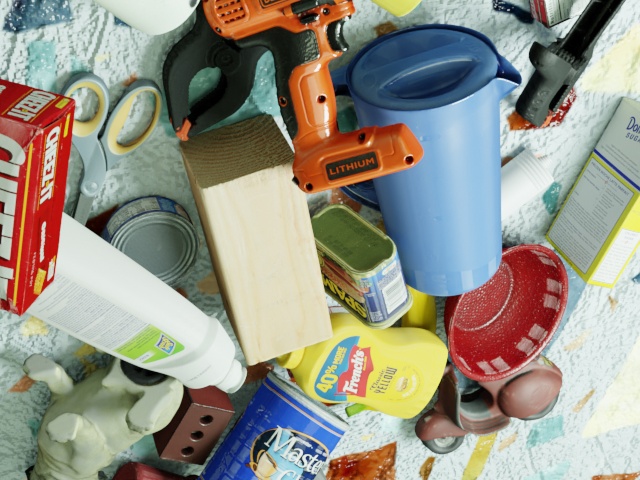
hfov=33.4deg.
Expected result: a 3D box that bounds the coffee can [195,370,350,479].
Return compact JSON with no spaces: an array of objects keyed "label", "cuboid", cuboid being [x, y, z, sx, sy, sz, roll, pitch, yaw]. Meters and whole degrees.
[{"label":"coffee can","cuboid":[-0.050,0.221,1.108,0.102,0.103,0.140,37,85,-37]}]

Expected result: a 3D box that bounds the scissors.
[{"label":"scissors","cuboid":[-0.212,-0.063,0.923,0.096,0.016,0.202,28,109,-33]}]

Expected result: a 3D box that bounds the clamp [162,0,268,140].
[{"label":"clamp","cuboid":[-0.088,-0.167,0.891,0.120,0.039,0.171,33,103,-25]}]

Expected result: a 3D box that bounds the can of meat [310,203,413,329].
[{"label":"can of meat","cuboid":[0.035,0.023,1.021,0.057,0.102,0.084,-38,141,-17]}]

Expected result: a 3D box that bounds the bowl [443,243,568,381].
[{"label":"bowl","cuboid":[0.188,0.068,1.145,0.161,0.055,0.162,-14,120,-26]}]

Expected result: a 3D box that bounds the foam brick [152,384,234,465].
[{"label":"foam brick","cuboid":[-0.134,0.185,1.105,0.052,0.051,0.078,17,115,-31]}]

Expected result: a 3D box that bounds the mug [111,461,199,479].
[{"label":"mug","cuboid":[-0.174,0.287,1.121,0.081,0.117,0.093,25,96,-29]}]

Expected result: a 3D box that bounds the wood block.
[{"label":"wood block","cuboid":[-0.057,0.001,0.985,0.090,0.091,0.206,-18,128,-10]}]

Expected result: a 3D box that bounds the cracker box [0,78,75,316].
[{"label":"cracker box","cuboid":[-0.304,-0.050,0.799,0.214,0.072,0.164,16,119,4]}]

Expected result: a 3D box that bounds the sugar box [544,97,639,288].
[{"label":"sugar box","cuboid":[0.308,-0.048,1.103,0.048,0.093,0.176,13,117,-31]}]

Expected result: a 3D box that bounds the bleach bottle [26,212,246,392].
[{"label":"bleach bottle","cuboid":[-0.174,0.068,0.955,0.250,0.068,0.103,37,132,-27]}]

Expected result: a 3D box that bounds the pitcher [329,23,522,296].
[{"label":"pitcher","cuboid":[0.096,-0.067,0.991,0.144,0.149,0.243,-31,134,-20]}]

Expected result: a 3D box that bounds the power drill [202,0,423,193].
[{"label":"power drill","cuboid":[0.019,-0.142,0.836,0.185,0.057,0.187,-15,105,18]}]

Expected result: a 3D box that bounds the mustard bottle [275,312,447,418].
[{"label":"mustard bottle","cuboid":[0.029,0.122,1.083,0.191,0.058,0.096,15,114,-26]}]

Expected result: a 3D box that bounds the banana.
[{"label":"banana","cuboid":[0.090,0.117,1.157,0.069,0.037,0.198,0,122,-38]}]

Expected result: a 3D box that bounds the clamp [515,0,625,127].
[{"label":"clamp","cuboid":[0.214,-0.158,0.958,0.164,0.036,0.210,-42,166,-27]}]

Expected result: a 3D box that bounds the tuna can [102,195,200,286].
[{"label":"tuna can","cuboid":[-0.156,0.002,0.980,0.086,0.034,0.086,-11,126,-16]}]
